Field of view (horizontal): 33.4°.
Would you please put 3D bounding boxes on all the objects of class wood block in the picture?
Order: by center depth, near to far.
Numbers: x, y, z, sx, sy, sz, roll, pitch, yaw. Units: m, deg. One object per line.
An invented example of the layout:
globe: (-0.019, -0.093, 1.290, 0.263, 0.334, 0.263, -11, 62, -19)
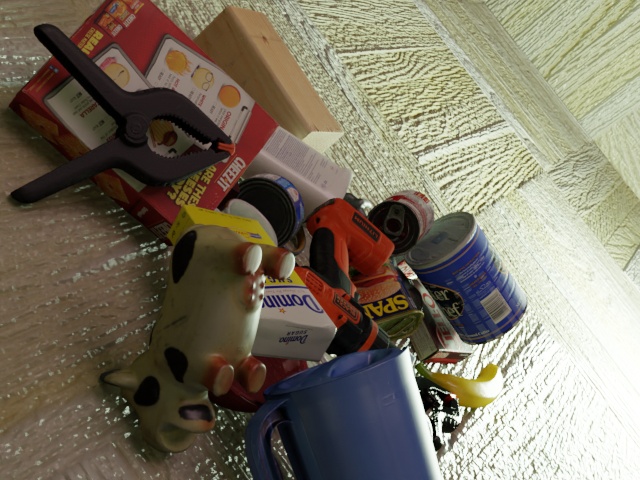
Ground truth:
wood block: (-0.073, -0.196, 1.399, 0.206, 0.090, 0.090, 58, 27, 14)

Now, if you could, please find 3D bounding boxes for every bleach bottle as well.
bleach bottle: (-0.082, -0.118, 1.288, 0.250, 0.068, 0.102, 37, 32, -7)

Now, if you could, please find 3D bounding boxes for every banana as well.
banana: (0.197, 0.186, 1.386, 0.197, 0.037, 0.070, 12, 47, -53)

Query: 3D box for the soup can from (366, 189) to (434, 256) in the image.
soup can: (0.099, -0.023, 1.306, 0.068, 0.069, 0.102, 51, 20, 2)

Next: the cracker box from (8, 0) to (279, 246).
cracker box: (-0.174, -0.124, 1.070, 0.213, 0.072, 0.164, 43, 65, -17)

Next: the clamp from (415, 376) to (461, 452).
clamp: (0.113, 0.185, 1.242, 0.120, 0.039, 0.171, 52, 14, 13)

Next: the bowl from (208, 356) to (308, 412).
bowl: (-0.086, 0.105, 1.009, 0.162, 0.055, 0.162, 38, 28, -25)

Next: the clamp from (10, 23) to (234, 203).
clamp: (-0.184, -0.093, 0.997, 0.209, 0.036, 0.164, 17, 81, -25)

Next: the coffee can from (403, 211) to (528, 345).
coffee can: (0.185, 0.048, 1.357, 0.140, 0.103, 0.102, 53, 23, -22)

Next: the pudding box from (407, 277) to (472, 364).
pudding box: (0.144, 0.107, 1.404, 0.089, 0.039, 0.113, 12, 45, -53)

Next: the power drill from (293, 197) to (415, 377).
power drill: (0.036, 0.053, 1.142, 0.184, 0.057, 0.187, 41, 30, -21)

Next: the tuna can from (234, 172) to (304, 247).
tuna can: (-0.062, -0.032, 1.199, 0.086, 0.086, 0.033, 51, 24, 0)

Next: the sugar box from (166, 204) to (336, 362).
sugar box: (-0.065, 0.037, 0.978, 0.093, 0.048, 0.176, 11, 26, -40)

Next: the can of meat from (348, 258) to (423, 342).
can of meat: (0.055, 0.075, 1.240, 0.102, 0.057, 0.084, -15, 58, -19)

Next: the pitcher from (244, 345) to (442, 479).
pitcher: (0.039, 0.223, 0.925, 0.145, 0.149, 0.243, -19, 91, -82)
